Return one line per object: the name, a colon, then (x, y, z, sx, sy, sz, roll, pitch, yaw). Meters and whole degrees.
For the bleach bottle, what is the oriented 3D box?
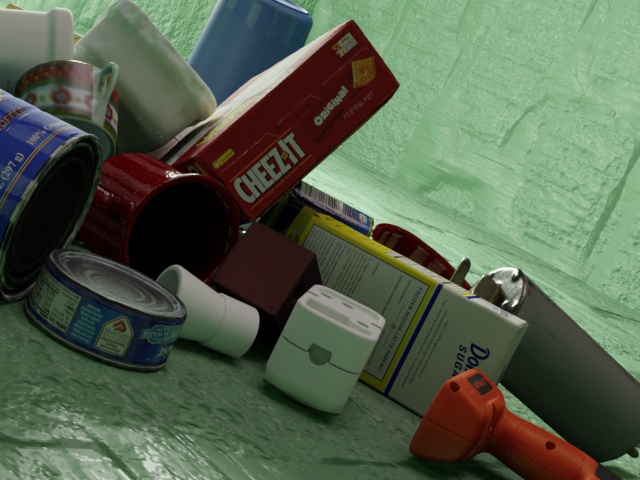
bleach bottle: (-0.316, -0.139, 0.792, 0.250, 0.068, 0.103, 4, -28, -20)

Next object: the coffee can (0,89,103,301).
coffee can: (-0.208, -0.043, 0.590, 0.140, 0.103, 0.102, 27, 8, 5)

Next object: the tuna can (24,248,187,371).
tuna can: (-0.119, 0.037, 0.597, 0.086, 0.034, 0.086, 25, 8, -4)

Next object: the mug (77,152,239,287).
mug: (-0.124, -0.016, 0.727, 0.117, 0.093, 0.082, 25, 2, -45)

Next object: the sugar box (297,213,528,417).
sugar box: (0.052, 0.060, 0.783, 0.176, 0.093, 0.048, 29, 9, 17)

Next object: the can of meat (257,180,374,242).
can of meat: (-0.014, 0.006, 0.891, 0.084, 0.102, 0.057, 27, 18, -8)

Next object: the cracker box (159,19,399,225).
cracker box: (-0.051, -0.079, 0.856, 0.072, 0.164, 0.214, 50, -19, -13)

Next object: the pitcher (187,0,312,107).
pitcher: (-0.095, -0.168, 1.240, 0.145, 0.243, 0.149, 33, 16, 22)

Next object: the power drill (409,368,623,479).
power drill: (0.149, 0.150, 0.639, 0.188, 0.057, 0.184, 31, 5, 16)

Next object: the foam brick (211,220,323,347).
foam brick: (-0.033, 0.033, 0.727, 0.051, 0.053, 0.078, 29, -19, 18)

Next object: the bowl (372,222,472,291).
bowl: (0.086, 0.061, 0.909, 0.162, 0.055, 0.162, 38, 21, -18)
